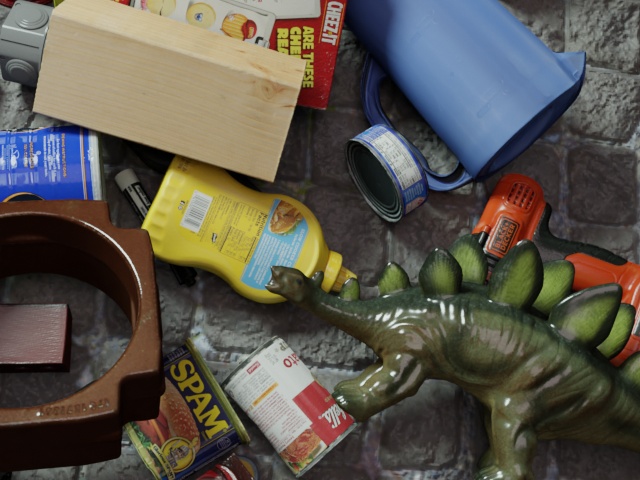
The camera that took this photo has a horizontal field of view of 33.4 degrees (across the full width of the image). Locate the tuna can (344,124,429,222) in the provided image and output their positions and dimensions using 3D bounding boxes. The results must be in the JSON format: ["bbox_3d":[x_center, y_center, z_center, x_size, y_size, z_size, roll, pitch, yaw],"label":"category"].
[{"bbox_3d":[0.060,-0.061,0.963,0.033,0.086,0.086,-32,80,-17],"label":"tuna can"}]

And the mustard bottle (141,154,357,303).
[{"bbox_3d":[-0.056,0.001,0.934,0.191,0.058,0.096,24,81,-10],"label":"mustard bottle"}]

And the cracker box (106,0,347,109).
[{"bbox_3d":[-0.083,-0.219,0.946,0.213,0.164,0.072,10,32,-2],"label":"cracker box"}]

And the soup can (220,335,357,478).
[{"bbox_3d":[-0.027,0.140,0.901,0.068,0.068,0.102,-39,82,-16],"label":"soup can"}]

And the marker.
[{"bbox_3d":[-0.146,-0.011,0.955,0.020,0.020,0.121,-31,80,-15],"label":"marker"}]

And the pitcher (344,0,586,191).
[{"bbox_3d":[0.109,-0.174,0.990,0.149,0.145,0.243,-35,77,-29],"label":"pitcher"}]

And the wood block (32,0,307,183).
[{"bbox_3d":[-0.123,-0.131,0.900,0.206,0.090,0.091,16,113,-4],"label":"wood block"}]

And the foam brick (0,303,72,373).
[{"bbox_3d":[-0.250,0.083,0.897,0.078,0.053,0.051,0,74,-7],"label":"foam brick"}]

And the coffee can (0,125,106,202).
[{"bbox_3d":[-0.255,-0.044,0.907,0.140,0.103,0.103,-5,74,-9],"label":"coffee can"}]

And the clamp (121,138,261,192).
[{"bbox_3d":[-0.103,-0.101,0.978,0.171,0.039,0.120,21,69,-7],"label":"clamp"}]

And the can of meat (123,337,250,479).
[{"bbox_3d":[-0.120,0.147,0.893,0.084,0.057,0.102,-30,79,-12],"label":"can of meat"}]

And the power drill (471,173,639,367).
[{"bbox_3d":[0.211,0.052,0.965,0.187,0.057,0.184,26,78,-1],"label":"power drill"}]
